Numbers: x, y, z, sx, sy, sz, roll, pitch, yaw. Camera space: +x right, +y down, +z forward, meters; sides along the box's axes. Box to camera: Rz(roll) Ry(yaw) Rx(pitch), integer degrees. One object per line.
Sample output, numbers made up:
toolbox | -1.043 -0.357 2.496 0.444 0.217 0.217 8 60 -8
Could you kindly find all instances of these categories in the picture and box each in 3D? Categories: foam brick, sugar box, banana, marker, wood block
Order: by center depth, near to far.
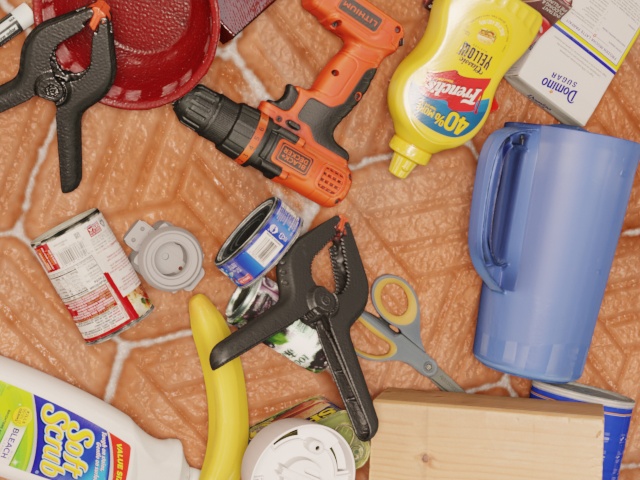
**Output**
marker | -0.296 -0.161 0.912 0.121 0.020 0.020 -40 104 -11
foam brick | -0.073 -0.222 0.960 0.078 0.053 0.051 -43 105 -10
banana | -0.093 0.149 0.972 0.069 0.037 0.198 25 60 -59
wood block | 0.155 0.193 0.990 0.206 0.090 0.091 3 90 14
sugar box | 0.266 -0.212 1.072 0.093 0.048 0.176 34 87 -17

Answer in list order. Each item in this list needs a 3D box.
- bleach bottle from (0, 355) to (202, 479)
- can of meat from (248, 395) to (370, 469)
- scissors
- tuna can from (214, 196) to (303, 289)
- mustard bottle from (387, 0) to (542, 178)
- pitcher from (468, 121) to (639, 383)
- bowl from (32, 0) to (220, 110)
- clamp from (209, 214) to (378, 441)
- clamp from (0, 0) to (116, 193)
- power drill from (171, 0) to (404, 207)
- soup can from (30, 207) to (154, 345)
bleach bottle | -0.214 0.174 0.941 0.250 0.068 0.102 23 87 -20
can of meat | -0.016 0.189 0.991 0.102 0.084 0.057 -22 100 -15
scissors | 0.107 0.104 1.060 0.201 0.016 0.096 26 86 -18
tuna can | -0.056 0.001 0.964 0.033 0.086 0.086 42 81 -14
mustard bottle | 0.116 -0.143 0.979 0.096 0.058 0.192 24 103 -22
pitcher | 0.213 0.008 1.028 0.149 0.145 0.243 11 94 9
bowl | -0.160 -0.196 0.913 0.162 0.055 0.162 3 116 6
clamp | 0.003 0.069 0.958 0.164 0.036 0.209 34 49 -15
clamp | -0.219 -0.121 0.904 0.120 0.039 0.172 37 112 -26
power drill | -0.022 -0.147 0.981 0.184 0.057 0.187 29 88 -21
soup can | -0.199 0.031 0.931 0.068 0.069 0.102 -30 102 -13
